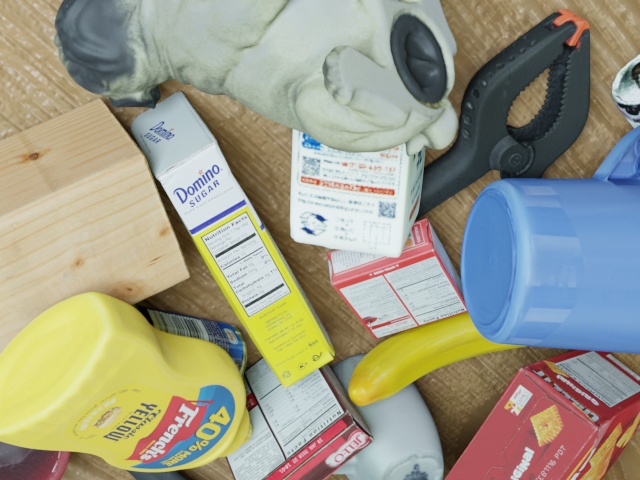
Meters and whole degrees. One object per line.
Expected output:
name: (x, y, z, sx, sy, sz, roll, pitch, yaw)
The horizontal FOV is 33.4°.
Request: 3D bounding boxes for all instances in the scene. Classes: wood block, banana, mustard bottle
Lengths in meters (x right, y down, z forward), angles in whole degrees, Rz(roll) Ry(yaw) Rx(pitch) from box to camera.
wood block: (-0.193, 0.012, 0.604, 0.206, 0.091, 0.090, -26, 128, -14)
banana: (0.093, 0.077, 0.773, 0.197, 0.070, 0.037, -14, 98, -26)
mustard bottle: (-0.100, 0.095, 0.633, 0.096, 0.058, 0.191, -42, 145, 10)

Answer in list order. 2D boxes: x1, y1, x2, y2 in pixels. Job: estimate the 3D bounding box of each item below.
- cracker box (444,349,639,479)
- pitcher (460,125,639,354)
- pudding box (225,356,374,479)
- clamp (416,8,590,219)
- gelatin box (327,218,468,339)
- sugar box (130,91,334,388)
cracker box: (0.161, 0.168, 0.789, 0.164, 0.072, 0.213, -59, 157, 14)
pitcher: (0.225, 0.006, 0.717, 0.242, 0.149, 0.145, 2, 144, -13)
pudding box: (-0.024, 0.124, 0.731, 0.090, 0.114, 0.039, -37, 123, 1)
clamp: (0.133, -0.056, 0.743, 0.164, 0.036, 0.210, 20, 111, -30)
gelatin box: (0.055, 0.028, 0.735, 0.073, 0.030, 0.089, -19, 143, 14)
sugar box: (-0.055, 0.001, 0.667, 0.048, 0.093, 0.176, -33, 122, -3)
